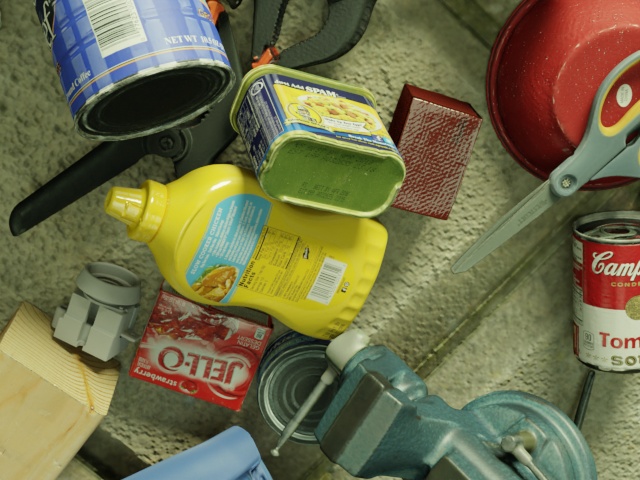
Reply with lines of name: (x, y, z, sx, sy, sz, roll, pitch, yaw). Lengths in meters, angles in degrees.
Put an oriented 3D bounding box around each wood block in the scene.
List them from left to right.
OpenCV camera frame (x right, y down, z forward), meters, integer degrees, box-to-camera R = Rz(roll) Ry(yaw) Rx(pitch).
wood block: (-0.245, 0.161, 0.784, 0.090, 0.091, 0.206, 36, 103, -13)

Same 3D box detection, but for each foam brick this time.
foam brick: (0.073, -0.061, 0.744, 0.053, 0.051, 0.078, 16, 106, -8)

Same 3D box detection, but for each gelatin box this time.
gelatin box: (-0.088, 0.079, 0.794, 0.089, 0.030, 0.073, 21, 106, -8)

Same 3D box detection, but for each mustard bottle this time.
mustard bottle: (-0.055, 0.001, 0.729, 0.191, 0.058, 0.096, 18, 108, -25)

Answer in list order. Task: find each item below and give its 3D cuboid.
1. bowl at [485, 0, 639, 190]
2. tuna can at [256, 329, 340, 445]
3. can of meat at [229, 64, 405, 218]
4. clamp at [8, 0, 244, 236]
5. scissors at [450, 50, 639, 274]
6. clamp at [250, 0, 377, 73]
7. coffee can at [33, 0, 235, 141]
bowl: (0.198, -0.105, 0.732, 0.162, 0.055, 0.162, -1, 108, -2)
tuna can: (-0.006, 0.110, 0.804, 0.086, 0.034, 0.086, 0, 107, -2)
can of meat: (-0.001, -0.064, 0.706, 0.102, 0.084, 0.057, 10, 124, -25)
clamp: (-0.118, -0.069, 0.740, 0.164, 0.036, 0.210, 12, 106, -15)
scissors: (0.183, -0.035, 0.715, 0.096, 0.016, 0.202, 32, 104, -11)
clamp: (0.006, -0.186, 0.710, 0.171, 0.039, 0.120, -40, 88, 12)
coffee can: (-0.123, -0.146, 0.657, 0.103, 0.102, 0.140, -22, 80, 5)
